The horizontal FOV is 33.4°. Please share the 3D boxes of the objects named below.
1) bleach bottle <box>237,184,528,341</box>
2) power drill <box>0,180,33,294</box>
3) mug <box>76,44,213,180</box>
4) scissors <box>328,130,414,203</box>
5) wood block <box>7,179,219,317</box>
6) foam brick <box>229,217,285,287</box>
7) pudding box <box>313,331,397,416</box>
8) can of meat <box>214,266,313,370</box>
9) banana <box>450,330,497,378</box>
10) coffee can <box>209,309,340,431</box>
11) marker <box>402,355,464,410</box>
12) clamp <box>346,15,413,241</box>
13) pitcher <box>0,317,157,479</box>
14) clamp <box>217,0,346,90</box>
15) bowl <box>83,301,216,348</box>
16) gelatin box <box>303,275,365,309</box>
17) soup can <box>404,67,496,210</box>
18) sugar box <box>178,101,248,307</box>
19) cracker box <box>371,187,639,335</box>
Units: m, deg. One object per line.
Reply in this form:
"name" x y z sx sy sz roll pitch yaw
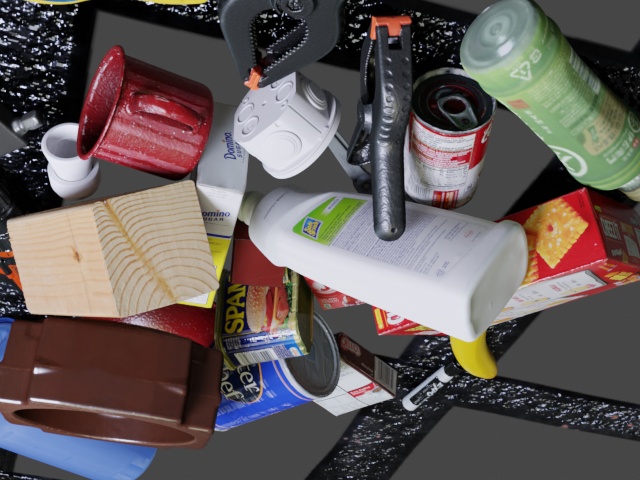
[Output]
"bleach bottle" 0.038 -0.001 0.886 0.251 0.102 0.068 20 141 34
"power drill" -0.350 0.008 1.019 0.188 0.057 0.184 -5 143 11
"mug" -0.130 -0.096 0.827 0.081 0.093 0.117 17 170 -27
"scissors" 0.031 -0.033 0.947 0.201 0.016 0.096 33 107 -35
"wood block" -0.180 0.010 0.892 0.090 0.091 0.206 -16 -173 -33
"foam brick" -0.057 0.001 0.994 0.051 0.053 0.078 6 143 -4
"pudding box" 0.020 0.153 1.211 0.090 0.039 0.113 -23 135 31
"can of meat" -0.054 0.071 1.050 0.084 0.102 0.057 -10 142 14
"banana" 0.169 0.095 1.121 0.069 0.037 0.198 5 144 -1
"coffee can" -0.064 0.136 1.138 0.141 0.103 0.102 -24 136 32
"marker" 0.132 0.164 1.233 0.020 0.020 0.121 17 142 -19
"clamp" 0.045 -0.098 0.829 0.039 0.120 0.171 -6 120 -17
"pitcher" -0.289 0.192 1.214 0.149 0.145 0.242 30 173 46
"clamp" -0.007 -0.180 0.754 0.164 0.036 0.210 11 145 -10
"bowl" -0.174 0.091 1.086 0.162 0.055 0.162 6 161 2
"gelatin box" 0.031 0.032 1.049 0.089 0.030 0.073 -10 141 16
"soup can" 0.101 -0.079 0.860 0.068 0.068 0.102 2 144 1
"sugar box" -0.096 -0.027 0.924 0.048 0.093 0.176 11 144 -12
"cracker box" 0.171 0.025 0.952 0.214 0.072 0.163 -20 165 29
